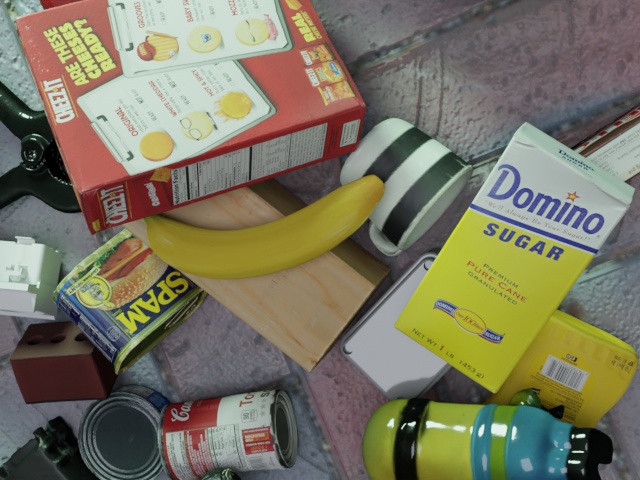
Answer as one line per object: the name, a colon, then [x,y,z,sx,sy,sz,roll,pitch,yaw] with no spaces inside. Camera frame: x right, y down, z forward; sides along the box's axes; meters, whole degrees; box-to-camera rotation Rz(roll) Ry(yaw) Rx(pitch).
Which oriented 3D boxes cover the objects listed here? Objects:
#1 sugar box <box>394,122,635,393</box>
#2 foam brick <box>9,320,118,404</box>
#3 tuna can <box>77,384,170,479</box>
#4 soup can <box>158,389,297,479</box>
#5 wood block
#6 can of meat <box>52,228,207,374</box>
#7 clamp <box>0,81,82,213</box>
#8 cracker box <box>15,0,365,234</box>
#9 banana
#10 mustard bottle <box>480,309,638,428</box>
sugar box: [0.136,0.014,0.765,0.093,0.048,0.176,32,118,8]
foam brick: [-0.218,0.104,0.921,0.078,0.053,0.051,-6,122,12]
tuna can: [-0.166,0.171,0.935,0.086,0.033,0.086,1,97,12]
soup can: [-0.077,0.164,0.897,0.102,0.068,0.068,-10,94,13]
wood block: [-0.056,0.002,0.862,0.206,0.090,0.090,38,102,6]
can of meat: [-0.158,0.046,0.889,0.084,0.102,0.058,44,148,8]
clamp: [-0.245,-0.085,0.921,0.210,0.036,0.164,1,97,16]
cracker box: [-0.096,-0.114,0.796,0.213,0.072,0.164,-19,64,-14]
banana: [-0.048,-0.007,0.793,0.198,0.037,0.069,-4,96,13]
mustard bottle: [0.168,0.153,0.846,0.096,0.058,0.192,25,101,10]
